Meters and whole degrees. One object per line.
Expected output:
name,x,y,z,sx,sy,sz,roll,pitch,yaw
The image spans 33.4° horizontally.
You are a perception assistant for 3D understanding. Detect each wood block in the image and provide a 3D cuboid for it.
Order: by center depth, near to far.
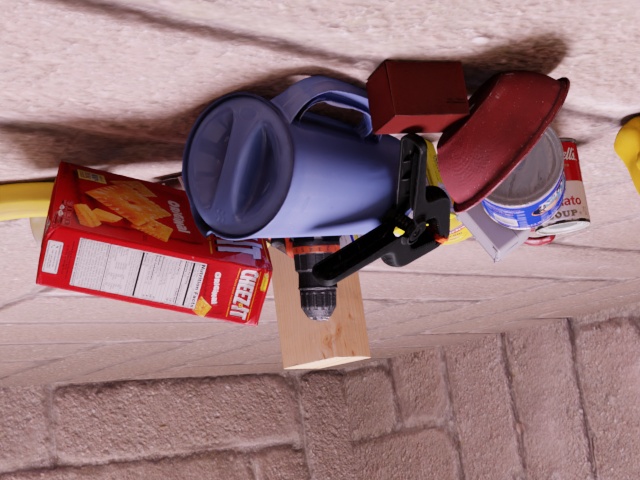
wood block,-0.004,0.064,1.443,0.091,0.206,0.090,-16,166,32

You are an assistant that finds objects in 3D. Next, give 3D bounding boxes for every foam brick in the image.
foam brick,0.087,-0.128,0.963,0.078,0.053,0.051,-3,167,-22

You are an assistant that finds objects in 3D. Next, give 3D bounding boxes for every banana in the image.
banana,-0.316,-0.034,1.134,0.197,0.070,0.037,-10,135,-18

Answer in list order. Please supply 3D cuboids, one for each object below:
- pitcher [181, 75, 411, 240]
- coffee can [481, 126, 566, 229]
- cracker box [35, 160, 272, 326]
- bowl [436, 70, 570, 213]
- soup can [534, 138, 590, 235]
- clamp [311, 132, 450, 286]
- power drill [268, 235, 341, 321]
pitcher,-0.001,-0.071,1.038,0.149,0.145,0.242,-2,178,37
coffee can,0.220,-0.074,1.186,0.103,0.103,0.140,-10,168,12
cracker box,-0.162,-0.001,1.052,0.213,0.072,0.164,12,-158,-14
bowl,0.158,-0.104,0.996,0.055,0.162,0.162,39,157,-7
soup can,0.282,-0.063,1.279,0.068,0.102,0.068,-7,168,-2
clamp,0.086,-0.026,1.053,0.165,0.036,0.209,-58,155,16
power drill,-0.058,0.001,1.217,0.188,0.184,0.057,-5,174,36
